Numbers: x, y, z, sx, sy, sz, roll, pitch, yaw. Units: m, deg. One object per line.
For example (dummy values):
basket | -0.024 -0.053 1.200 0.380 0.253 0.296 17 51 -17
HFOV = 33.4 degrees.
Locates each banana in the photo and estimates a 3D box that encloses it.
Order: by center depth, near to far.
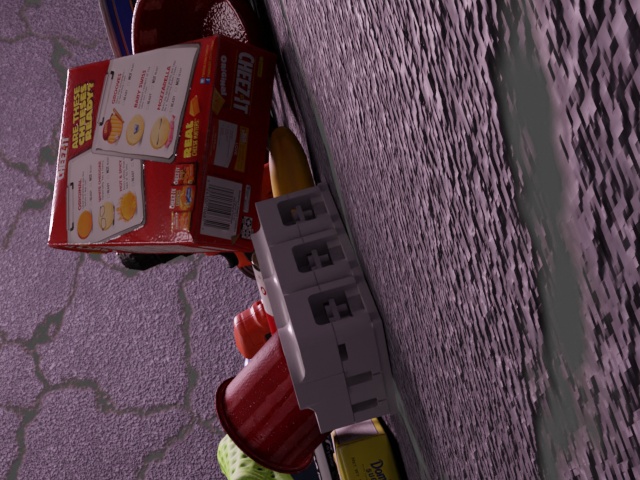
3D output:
banana | -0.012 0.003 0.871 0.070 0.037 0.198 -135 34 -79

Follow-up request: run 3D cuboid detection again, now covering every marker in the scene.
marker | 0.001 0.183 0.942 0.020 0.020 0.121 -123 18 -78

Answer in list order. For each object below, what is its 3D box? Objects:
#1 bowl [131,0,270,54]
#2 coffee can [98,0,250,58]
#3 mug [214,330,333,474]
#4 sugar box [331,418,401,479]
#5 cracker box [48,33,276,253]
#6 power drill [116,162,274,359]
bowl | -0.094 -0.163 0.941 0.162 0.055 0.162 22 124 37
coffee can | -0.141 -0.221 1.067 0.103 0.140 0.103 165 90 -86
mug | -0.012 0.114 0.812 0.117 0.082 0.093 6 -138 -51
sugar box | 0.038 0.187 0.866 0.176 0.048 0.093 -105 0 -87
cracker box | -0.136 -0.072 0.892 0.214 0.071 0.164 -1 81 46
power drill | -0.080 0.027 1.024 0.057 0.184 0.187 -113 -1 -51
